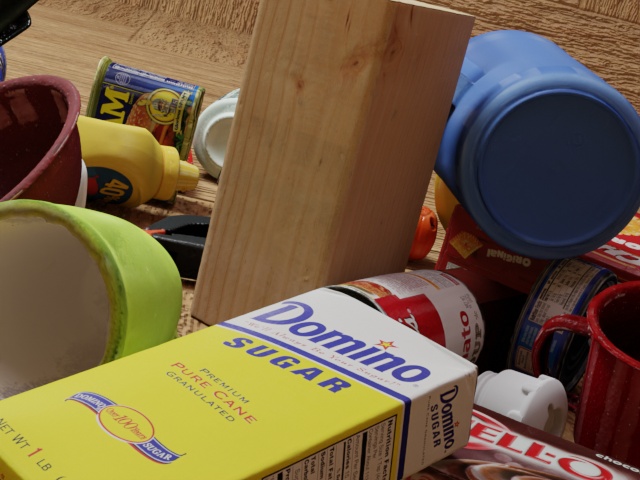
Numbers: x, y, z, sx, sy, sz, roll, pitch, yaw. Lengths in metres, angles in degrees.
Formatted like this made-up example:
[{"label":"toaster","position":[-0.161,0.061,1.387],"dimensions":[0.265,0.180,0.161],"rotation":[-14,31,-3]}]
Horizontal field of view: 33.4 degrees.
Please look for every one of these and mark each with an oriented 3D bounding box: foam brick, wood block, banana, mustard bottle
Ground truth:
[{"label":"foam brick","position":[0.082,0.051,0.652],"dimensions":[0.051,0.053,0.078],"rotation":[24,18,32]},{"label":"wood block","position":[0.004,-0.041,0.615],"dimensions":[0.090,0.206,0.090],"rotation":[24,18,33]},{"label":"banana","position":[0.135,-0.025,0.917],"dimensions":[0.037,0.069,0.197],"rotation":[23,0,32]},{"label":"mustard bottle","position":[-0.179,-0.060,0.773],"dimensions":[0.191,0.058,0.096],"rotation":[8,-18,-28]}]

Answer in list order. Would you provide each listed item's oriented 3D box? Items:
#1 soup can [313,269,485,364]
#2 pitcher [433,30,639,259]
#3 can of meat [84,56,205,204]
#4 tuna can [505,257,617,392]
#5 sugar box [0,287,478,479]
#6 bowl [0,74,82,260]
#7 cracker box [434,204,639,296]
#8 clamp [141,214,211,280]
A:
[{"label":"soup can","position":[0.037,0.053,0.572],"dimensions":[0.069,0.068,0.102],"rotation":[23,16,31]},{"label":"pitcher","position":[0.127,-0.073,0.705],"dimensions":[0.149,0.145,0.243],"rotation":[-6,13,4]},{"label":"can of meat","position":[-0.144,-0.086,0.853],"dimensions":[0.084,0.102,0.057],"rotation":[15,14,-6]},{"label":"tuna can","position":[0.147,0.052,0.646],"dimensions":[0.034,0.086,0.086],"rotation":[24,17,26]},{"label":"sugar box","position":[-0.032,0.071,0.403],"dimensions":[0.175,0.048,0.093],"rotation":[-21,34,-38]},{"label":"bowl","position":[-0.182,-0.016,0.549],"dimensions":[0.162,0.055,0.162],"rotation":[-19,36,14]},{"label":"cracker box","position":[0.220,0.017,0.877],"dimensions":[0.164,0.072,0.213],"rotation":[23,17,32]},{"label":"clamp","position":[-0.055,0.001,0.738],"dimensions":[0.171,0.039,0.120],"rotation":[4,11,-33]}]
